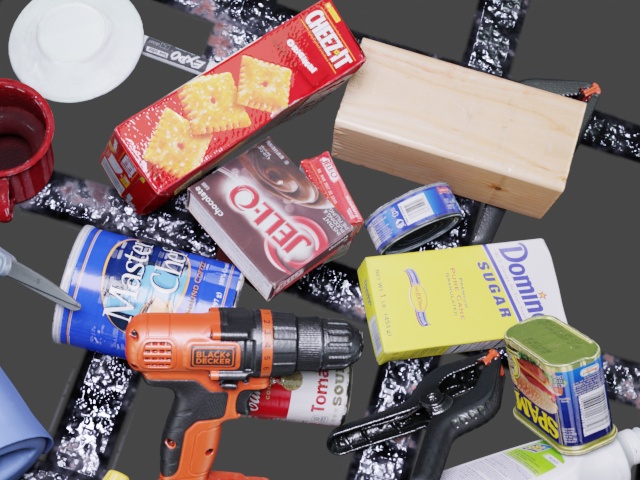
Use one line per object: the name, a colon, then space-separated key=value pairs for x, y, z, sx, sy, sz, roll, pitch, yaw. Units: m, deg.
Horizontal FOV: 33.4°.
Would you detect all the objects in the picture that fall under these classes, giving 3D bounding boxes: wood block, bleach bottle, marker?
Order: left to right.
marker: x=-0.126 y=-0.172 z=1.030 sx=0.121 sy=0.020 sz=0.020 roll=21 pitch=68 yaw=-1
wood block: x=0.121 y=-0.100 z=0.973 sx=0.206 sy=0.091 sz=0.090 roll=17 pitch=75 yaw=3
bleach bottle: x=0.168 y=0.213 z=0.890 sx=0.250 sy=0.103 sz=0.068 roll=-17 pitch=108 yaw=-15

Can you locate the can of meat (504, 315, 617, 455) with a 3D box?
can of meat: x=0.203 y=0.121 z=0.912 sx=0.057 sy=0.102 sz=0.084 roll=-19 pitch=111 yaw=-15

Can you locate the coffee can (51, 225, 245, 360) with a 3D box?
coffee can: x=-0.142 y=0.054 z=0.899 sx=0.140 sy=0.103 sz=0.102 roll=15 pitch=68 yaw=-4

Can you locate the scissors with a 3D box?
scissors: x=-0.274 y=0.032 z=0.882 sx=0.202 sy=0.016 sz=0.096 roll=41 pitch=106 yaw=30

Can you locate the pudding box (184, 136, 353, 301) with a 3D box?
pudding box: x=-0.043 y=-0.019 z=0.885 sx=0.089 sy=0.039 sz=0.113 roll=-36 pitch=73 yaw=-28

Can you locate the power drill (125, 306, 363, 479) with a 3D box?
power drill: x=-0.063 y=0.141 z=0.848 sx=0.184 sy=0.057 sz=0.188 roll=2 pitch=110 yaw=-7

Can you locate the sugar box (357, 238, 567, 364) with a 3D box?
sugar box: x=0.129 y=0.054 z=0.972 sx=0.176 sy=0.048 sz=0.093 roll=-7 pitch=71 yaw=-10

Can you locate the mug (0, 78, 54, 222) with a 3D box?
mug: x=-0.277 y=-0.072 z=0.936 sx=0.093 sy=0.081 sz=0.117 roll=-5 pitch=70 yaw=-11

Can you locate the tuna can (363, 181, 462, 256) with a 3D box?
tuna can: x=0.085 y=-0.018 z=0.970 sx=0.086 sy=0.086 sz=0.034 roll=-21 pitch=76 yaw=-16

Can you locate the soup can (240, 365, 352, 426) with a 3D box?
soup can: x=-0.029 y=0.121 z=0.911 sx=0.102 sy=0.068 sz=0.068 roll=7 pitch=69 yaw=-7

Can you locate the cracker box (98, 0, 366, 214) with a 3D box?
cracker box: x=-0.081 y=-0.110 z=0.929 sx=0.213 sy=0.164 sz=0.072 roll=-34 pitch=95 yaw=-16

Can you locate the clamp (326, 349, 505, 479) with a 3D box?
clamp: x=0.102 y=0.154 z=0.906 sx=0.171 sy=0.039 sz=0.120 roll=-31 pitch=37 yaw=-19

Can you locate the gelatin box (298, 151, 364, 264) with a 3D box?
gelatin box: x=0.004 y=-0.029 z=0.959 sx=0.030 sy=0.089 sz=0.073 roll=-22 pitch=74 yaw=-17

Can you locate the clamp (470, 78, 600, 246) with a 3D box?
clamp: x=0.188 y=-0.090 z=1.039 sx=0.209 sy=0.036 sz=0.164 roll=-22 pitch=76 yaw=-12
